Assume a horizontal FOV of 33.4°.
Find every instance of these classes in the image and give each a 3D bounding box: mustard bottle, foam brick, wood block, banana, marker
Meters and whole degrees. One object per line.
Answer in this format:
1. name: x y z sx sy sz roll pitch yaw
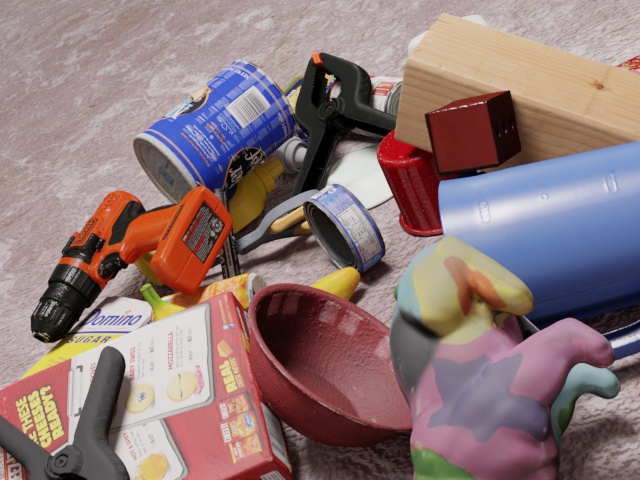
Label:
1. mustard bottle: -0.120 -0.030 1.159 0.191 0.058 0.096 -36 29 -15
2. foam brick: 0.123 -0.085 0.846 0.051 0.053 0.078 -9 10 26
3. wood block: 0.179 -0.111 0.921 0.206 0.090 0.090 22 46 17
4. banana: -0.057 0.066 0.937 0.197 0.069 0.037 -4 10 -16
5. marker: -0.092 0.006 1.047 0.020 0.020 0.121 -17 72 18

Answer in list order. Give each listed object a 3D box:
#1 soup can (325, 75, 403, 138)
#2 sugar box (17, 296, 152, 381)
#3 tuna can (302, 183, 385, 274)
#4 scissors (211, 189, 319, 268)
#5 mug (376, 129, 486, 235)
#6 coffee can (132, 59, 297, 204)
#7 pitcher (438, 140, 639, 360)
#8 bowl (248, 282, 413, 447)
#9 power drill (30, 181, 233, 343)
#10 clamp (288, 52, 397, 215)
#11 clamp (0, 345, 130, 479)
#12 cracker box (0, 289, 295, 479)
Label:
1. soup can: 0.063 -0.149 1.185 0.068 0.068 0.102 -43 34 -24
2. sugar box: -0.228 0.126 1.019 0.094 0.048 0.176 5 44 45
3. tuna can: 0.022 -0.010 0.988 0.033 0.086 0.086 -35 31 -15
4. scissors: -0.057 0.001 1.089 0.096 0.016 0.202 0 -26 -46
5. mug: 0.114 -0.068 1.006 0.117 0.081 0.093 -20 31 13
6. coffee can: -0.109 -0.107 1.110 0.140 0.102 0.103 -42 33 -21
7. pitcher: 0.217 0.000 0.790 0.243 0.149 0.145 -14 8 16
8. bowl: 0.006 0.103 0.804 0.055 0.162 0.162 -58 21 23
9. power drill: -0.185 0.018 1.031 0.188 0.057 0.184 -6 47 40
10. clamp: 0.012 -0.122 1.136 0.165 0.036 0.210 -37 44 15
11. clamp: -0.193 0.167 0.783 0.120 0.039 0.171 -22 52 11
12. cracker box: -0.138 0.156 0.840 0.214 0.072 0.164 -24 50 6
